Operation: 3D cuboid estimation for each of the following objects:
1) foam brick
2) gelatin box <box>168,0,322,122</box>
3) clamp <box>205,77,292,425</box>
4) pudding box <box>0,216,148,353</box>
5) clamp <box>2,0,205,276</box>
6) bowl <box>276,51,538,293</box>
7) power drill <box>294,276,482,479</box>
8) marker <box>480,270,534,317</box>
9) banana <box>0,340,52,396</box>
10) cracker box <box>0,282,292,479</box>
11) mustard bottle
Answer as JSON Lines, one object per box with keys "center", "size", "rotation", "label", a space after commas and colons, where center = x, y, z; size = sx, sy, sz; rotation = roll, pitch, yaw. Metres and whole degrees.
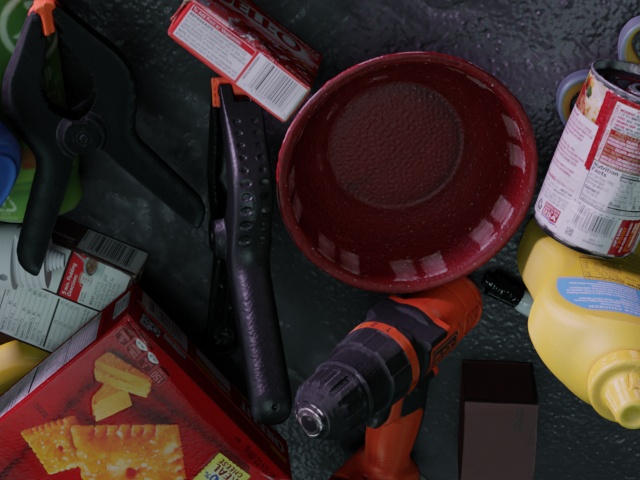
{"center": [0.126, 0.133, 0.762], "size": [0.053, 0.051, 0.078], "rotation": [2, 116, 4], "label": "foam brick"}
{"center": [-0.044, -0.119, 0.645], "size": [0.089, 0.073, 0.030], "rotation": [37, 113, -11], "label": "gelatin box"}
{"center": [-0.055, 0.001, 0.695], "size": [0.036, 0.165, 0.210], "rotation": [-5, 94, -17], "label": "clamp"}
{"center": [-0.190, 0.032, 0.756], "size": [0.113, 0.039, 0.090], "rotation": [23, 115, -3], "label": "pudding box"}
{"center": [-0.152, -0.059, 0.647], "size": [0.120, 0.039, 0.171], "rotation": [-27, 116, -11], "label": "clamp"}
{"center": [0.051, -0.049, 0.670], "size": [0.162, 0.055, 0.162], "rotation": [-2, 118, -4], "label": "bowl"}
{"center": [0.034, 0.126, 0.709], "size": [0.057, 0.184, 0.188], "rotation": [31, 128, 24], "label": "power drill"}
{"center": [0.164, 0.055, 0.737], "size": [0.121, 0.020, 0.020], "rotation": [29, 116, -7], "label": "marker"}
{"center": [-0.255, 0.128, 0.791], "size": [0.198, 0.070, 0.037], "rotation": [-36, 149, 8], "label": "banana"}
{"center": [-0.152, 0.161, 0.727], "size": [0.214, 0.072, 0.164], "rotation": [-40, 105, 5], "label": "cracker box"}
{"center": [0.172, 0.048, 0.636], "size": [0.096, 0.191, 0.058], "rotation": [16, 117, -2], "label": "mustard bottle"}
